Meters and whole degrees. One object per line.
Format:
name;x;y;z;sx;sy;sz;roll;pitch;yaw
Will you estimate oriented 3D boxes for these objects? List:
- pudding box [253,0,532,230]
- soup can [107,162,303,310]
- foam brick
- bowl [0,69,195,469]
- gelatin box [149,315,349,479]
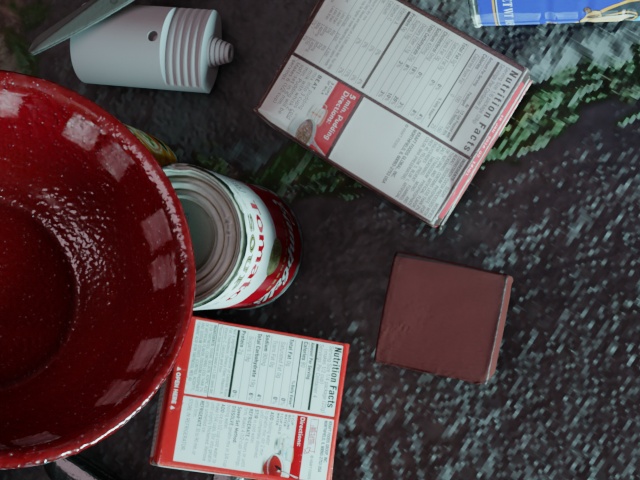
pudding box;0.036;-0.072;0.537;0.113;0.039;0.090;33;95;11
soup can;-0.053;0.001;0.522;0.068;0.102;0.068;-1;87;13
foam brick;0.061;0.037;0.506;0.053;0.078;0.051;12;89;13
bowl;-0.135;0.014;0.436;0.161;0.055;0.162;9;69;-26
gelatin box;-0.034;0.081;0.528;0.089;0.030;0.073;11;76;-14
